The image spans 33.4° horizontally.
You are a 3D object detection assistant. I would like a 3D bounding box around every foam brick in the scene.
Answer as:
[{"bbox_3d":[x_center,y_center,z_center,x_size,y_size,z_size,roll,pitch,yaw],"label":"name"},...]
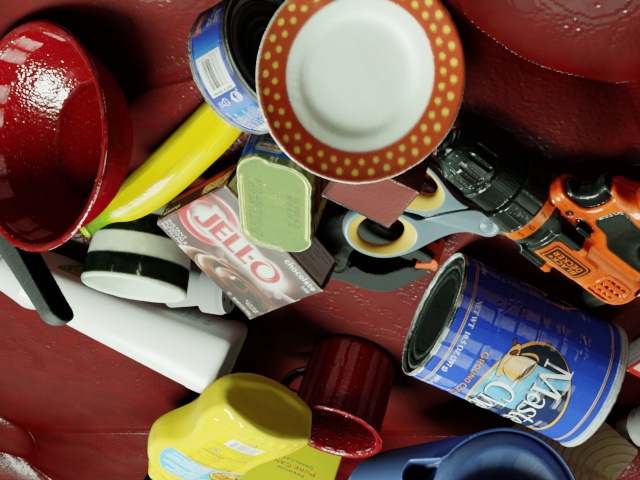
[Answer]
[{"bbox_3d":[0.041,-0.059,0.698,0.051,0.078,0.053,24,148,-8],"label":"foam brick"}]

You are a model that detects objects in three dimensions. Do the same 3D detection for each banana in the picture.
[{"bbox_3d":[-0.099,-0.061,0.774,0.037,0.069,0.198,45,127,-10],"label":"banana"}]

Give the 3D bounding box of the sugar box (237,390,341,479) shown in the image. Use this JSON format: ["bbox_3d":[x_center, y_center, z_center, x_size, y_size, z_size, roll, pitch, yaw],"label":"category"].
[{"bbox_3d":[-0.036,0.242,1.064,0.093,0.176,0.048,21,146,-1],"label":"sugar box"}]

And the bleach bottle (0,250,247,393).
[{"bbox_3d":[-0.197,0.061,0.986,0.251,0.068,0.102,24,-176,5],"label":"bleach bottle"}]

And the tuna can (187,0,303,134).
[{"bbox_3d":[-0.038,-0.111,0.658,0.034,0.086,0.086,-21,129,42],"label":"tuna can"}]

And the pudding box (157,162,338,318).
[{"bbox_3d":[-0.055,0.001,0.810,0.113,0.039,0.090,46,139,-19],"label":"pudding box"}]

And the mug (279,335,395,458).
[{"bbox_3d":[0.011,0.142,0.988,0.117,0.081,0.093,-3,140,30],"label":"mug"}]

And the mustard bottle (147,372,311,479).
[{"bbox_3d":[-0.099,0.181,0.959,0.096,0.058,0.192,26,139,-28],"label":"mustard bottle"}]

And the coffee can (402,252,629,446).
[{"bbox_3d":[0.148,0.084,0.820,0.140,0.102,0.103,25,145,-7],"label":"coffee can"}]

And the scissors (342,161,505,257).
[{"bbox_3d":[0.103,-0.002,0.776,0.201,0.016,0.096,28,120,-12],"label":"scissors"}]

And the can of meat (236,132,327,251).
[{"bbox_3d":[-0.020,-0.053,0.731,0.057,0.084,0.102,13,145,9],"label":"can of meat"}]

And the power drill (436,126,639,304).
[{"bbox_3d":[0.190,-0.040,0.672,0.184,0.057,0.188,33,146,-22],"label":"power drill"}]

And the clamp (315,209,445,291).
[{"bbox_3d":[0.012,0.012,0.843,0.172,0.039,0.120,13,144,16],"label":"clamp"}]

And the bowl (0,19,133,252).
[{"bbox_3d":[-0.184,-0.073,0.763,0.162,0.162,0.055,-14,172,39],"label":"bowl"}]

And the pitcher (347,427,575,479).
[{"bbox_3d":[0.113,0.235,0.902,0.144,0.149,0.243,-18,175,-20],"label":"pitcher"}]

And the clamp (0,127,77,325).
[{"bbox_3d":[-0.255,-0.044,0.860,0.210,0.164,0.036,24,-172,28],"label":"clamp"}]
